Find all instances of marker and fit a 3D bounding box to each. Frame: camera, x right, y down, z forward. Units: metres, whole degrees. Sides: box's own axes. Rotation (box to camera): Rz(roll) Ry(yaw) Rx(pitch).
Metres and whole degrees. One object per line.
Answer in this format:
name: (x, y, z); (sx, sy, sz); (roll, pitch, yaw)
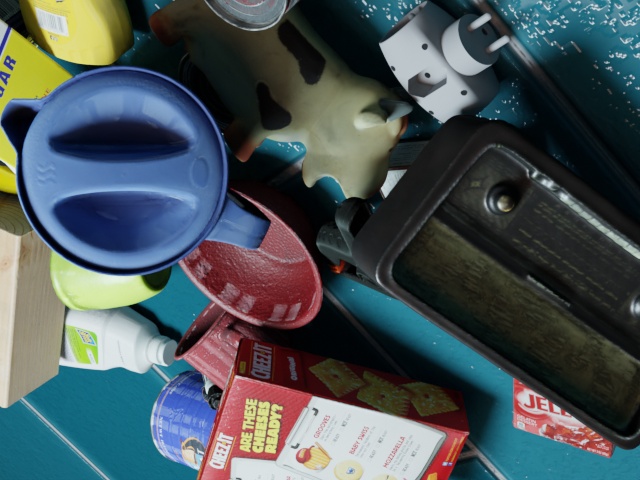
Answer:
marker: (-0.110, 0.140, 1.089); (0.020, 0.020, 0.121); (55, -179, -21)

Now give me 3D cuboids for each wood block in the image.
wood block: (-0.328, 0.057, 1.118); (0.090, 0.090, 0.206); (22, 118, 20)

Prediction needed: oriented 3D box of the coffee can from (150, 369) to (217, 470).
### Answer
coffee can: (-0.094, 0.197, 1.110); (0.141, 0.102, 0.102); (8, 134, 46)

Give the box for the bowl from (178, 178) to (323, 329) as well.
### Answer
bowl: (-0.056, 0.001, 0.936); (0.162, 0.055, 0.162); (22, 140, 20)

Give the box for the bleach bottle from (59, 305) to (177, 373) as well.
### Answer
bleach bottle: (-0.270, 0.106, 1.204); (0.251, 0.068, 0.102); (11, 133, 27)

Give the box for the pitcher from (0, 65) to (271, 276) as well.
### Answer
pitcher: (-0.131, -0.057, 0.781); (0.243, 0.145, 0.149); (-130, 20, -77)

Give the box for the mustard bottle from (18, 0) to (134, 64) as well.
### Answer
mustard bottle: (-0.201, -0.231, 0.812); (0.096, 0.058, 0.192); (23, 140, 26)

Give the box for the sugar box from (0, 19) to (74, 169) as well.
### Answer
sugar box: (-0.251, -0.115, 0.866); (0.048, 0.093, 0.176); (28, 174, 41)

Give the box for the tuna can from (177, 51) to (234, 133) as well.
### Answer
tuna can: (-0.069, -0.124, 0.838); (0.086, 0.033, 0.086); (21, 139, 19)

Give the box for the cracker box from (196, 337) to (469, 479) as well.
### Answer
cracker box: (0.006, 0.192, 0.975); (0.213, 0.072, 0.164); (15, 117, -7)

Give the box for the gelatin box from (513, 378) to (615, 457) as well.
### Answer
gelatin box: (0.206, 0.137, 0.894); (0.089, 0.030, 0.073); (15, 137, 25)

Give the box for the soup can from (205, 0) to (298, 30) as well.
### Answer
soup can: (-0.026, -0.190, 0.684); (0.069, 0.102, 0.068); (21, 139, 19)

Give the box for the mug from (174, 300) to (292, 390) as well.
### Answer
mug: (-0.077, 0.102, 1.024); (0.081, 0.093, 0.117); (41, 165, -12)

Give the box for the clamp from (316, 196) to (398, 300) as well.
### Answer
clamp: (0.058, 0.023, 0.823); (0.164, 0.036, 0.210); (35, 171, -11)
